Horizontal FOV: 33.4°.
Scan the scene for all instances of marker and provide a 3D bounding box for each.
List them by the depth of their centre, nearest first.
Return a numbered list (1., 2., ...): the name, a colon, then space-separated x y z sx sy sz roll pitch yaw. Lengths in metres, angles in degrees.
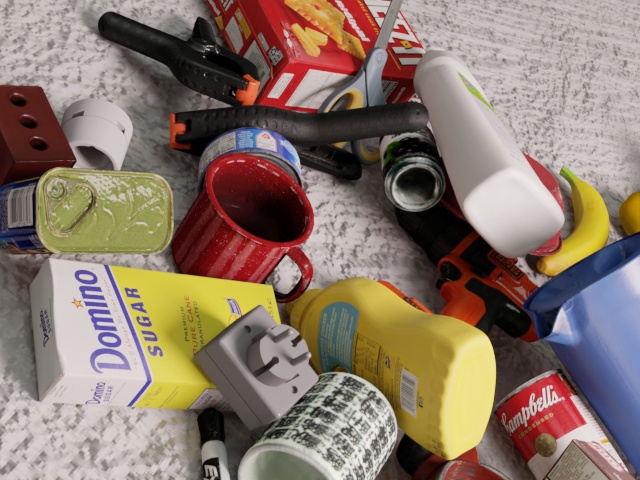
1. marker: -0.068 0.164 0.706 0.020 0.020 0.121 15 44 -28

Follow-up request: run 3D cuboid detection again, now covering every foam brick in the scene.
1. foam brick: -0.224 -0.071 0.789 0.052 0.051 0.078 -7 56 -43

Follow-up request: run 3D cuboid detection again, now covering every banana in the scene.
1. banana: 0.275 -0.010 1.146 0.069 0.037 0.197 21 37 6

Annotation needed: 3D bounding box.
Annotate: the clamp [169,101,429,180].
1. clamp: -0.022 -0.091 0.912 0.209 0.165 0.036 4 74 -26

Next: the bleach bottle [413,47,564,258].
1. bleach bottle: 0.142 -0.100 0.995 0.102 0.068 0.251 41 22 -35

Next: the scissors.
1. scissors: 0.062 -0.159 1.035 0.096 0.201 0.016 38 -8 -33

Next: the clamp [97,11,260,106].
1. clamp: -0.106 -0.166 0.962 0.172 0.039 0.120 36 36 28

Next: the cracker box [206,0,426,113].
1. cracker box: 0.005 -0.209 1.095 0.213 0.072 0.164 0 53 -40

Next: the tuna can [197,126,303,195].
1. tuna can: -0.058 -0.051 0.876 0.086 0.086 0.034 19 40 -23

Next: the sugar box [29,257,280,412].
1. sugar box: -0.109 0.069 0.746 0.175 0.048 0.093 10 49 -34

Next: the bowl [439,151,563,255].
1. bowl: 0.184 -0.054 1.066 0.162 0.055 0.162 23 26 -12

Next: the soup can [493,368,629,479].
1. soup can: 0.198 0.167 0.878 0.068 0.069 0.102 -7 57 -42

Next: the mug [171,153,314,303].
1. mug: -0.055 0.001 0.828 0.117 0.082 0.093 42 38 5

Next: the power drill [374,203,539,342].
1. power drill: 0.105 0.042 0.935 0.184 0.057 0.187 41 38 15

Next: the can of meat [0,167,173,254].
1. can of meat: -0.168 -0.018 0.744 0.101 0.084 0.057 0 88 -39

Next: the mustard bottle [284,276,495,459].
1. mustard bottle: 0.040 0.080 0.795 0.058 0.096 0.192 -22 32 -37
